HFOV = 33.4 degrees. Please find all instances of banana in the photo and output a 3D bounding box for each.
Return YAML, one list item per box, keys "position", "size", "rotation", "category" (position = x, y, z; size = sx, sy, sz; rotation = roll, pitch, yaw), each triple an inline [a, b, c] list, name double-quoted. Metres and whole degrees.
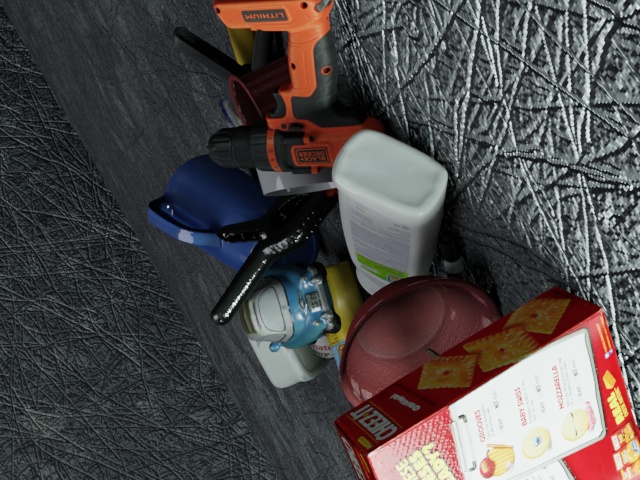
- position: [-0.082, -0.211, 1.231]
  size: [0.070, 0.037, 0.198]
  rotation: [48, 160, 38]
  category: "banana"

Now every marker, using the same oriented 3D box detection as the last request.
- position: [0.130, 0.040, 1.010]
  size: [0.020, 0.020, 0.121]
  rotation: [43, 157, 51]
  category: "marker"

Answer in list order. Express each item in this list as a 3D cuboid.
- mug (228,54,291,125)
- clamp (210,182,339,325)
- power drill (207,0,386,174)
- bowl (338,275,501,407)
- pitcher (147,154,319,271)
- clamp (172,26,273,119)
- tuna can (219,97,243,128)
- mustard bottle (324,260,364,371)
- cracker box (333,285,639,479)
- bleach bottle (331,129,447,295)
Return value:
- position: [-0.041, -0.143, 1.123]
  size: [0.093, 0.081, 0.117]
  rotation: [61, 166, 6]
  category: "mug"
- position: [-0.058, 0.002, 1.258]
  size: [0.036, 0.210, 0.164]
  rotation: [36, -142, -29]
  category: "clamp"
- position: [-0.039, -0.148, 0.997]
  size: [0.057, 0.185, 0.187]
  rotation: [-67, -31, -49]
  category: "power drill"
- position: [0.085, 0.089, 0.991]
  size: [0.055, 0.162, 0.162]
  rotation: [-122, 12, -53]
  category: "bowl"
- position: [-0.117, -0.022, 1.466]
  size: [0.243, 0.149, 0.145]
  rotation: [31, 167, 50]
  category: "pitcher"
- position: [-0.071, -0.187, 1.181]
  size: [0.120, 0.039, 0.171]
  rotation: [-15, 131, 33]
  category: "clamp"
- position: [-0.089, -0.145, 1.323]
  size: [0.086, 0.034, 0.086]
  rotation: [56, -172, -12]
  category: "tuna can"
- position: [0.039, 0.126, 1.326]
  size: [0.096, 0.058, 0.191]
  rotation: [134, 119, -70]
  category: "mustard bottle"
- position: [0.136, 0.159, 0.823]
  size: [0.072, 0.213, 0.164]
  rotation: [32, 148, 62]
  category: "cracker box"
- position: [0.062, -0.004, 1.036]
  size: [0.103, 0.068, 0.251]
  rotation: [27, 157, 13]
  category: "bleach bottle"
